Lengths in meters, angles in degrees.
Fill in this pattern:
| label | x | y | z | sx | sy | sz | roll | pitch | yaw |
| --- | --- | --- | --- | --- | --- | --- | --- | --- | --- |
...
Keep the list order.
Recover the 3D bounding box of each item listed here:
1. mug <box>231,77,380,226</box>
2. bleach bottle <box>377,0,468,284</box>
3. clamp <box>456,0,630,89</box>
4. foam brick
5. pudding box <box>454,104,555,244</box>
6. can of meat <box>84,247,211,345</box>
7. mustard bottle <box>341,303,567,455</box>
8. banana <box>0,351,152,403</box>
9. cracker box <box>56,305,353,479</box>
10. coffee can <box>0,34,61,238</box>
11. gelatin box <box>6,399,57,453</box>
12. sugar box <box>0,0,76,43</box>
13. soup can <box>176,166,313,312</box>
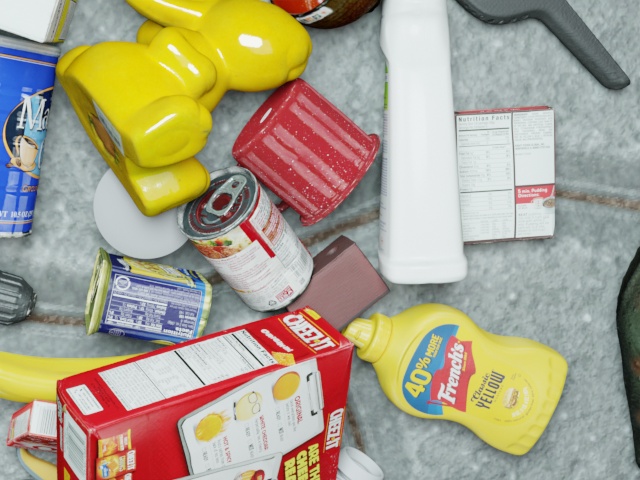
| label | x | y | z | sx | sy | sz | roll | pitch | yaw |
| --- | --- | --- | --- | --- | --- | --- | --- | --- | --- |
| mug | -0.022 | -0.065 | 0.835 | 0.081 | 0.093 | 0.117 | 40 | 124 | -16 |
| bleach bottle | 0.076 | -0.097 | 0.839 | 0.068 | 0.102 | 0.251 | -2 | 98 | -2 |
| clamp | 0.183 | -0.229 | 0.874 | 0.209 | 0.036 | 0.164 | 15 | 96 | -13 |
| foam brick | 0.007 | 0.041 | 0.873 | 0.078 | 0.053 | 0.051 | -39 | 104 | -5 |
| pudding box | 0.149 | -0.055 | 0.894 | 0.090 | 0.039 | 0.113 | -4 | 97 | -9 |
| can of meat | -0.134 | 0.045 | 0.821 | 0.083 | 0.102 | 0.057 | 12 | 94 | -15 |
| mustard bottle | 0.106 | 0.106 | 0.899 | 0.191 | 0.058 | 0.096 | 23 | 98 | -13 |
| banana | -0.177 | 0.103 | 0.819 | 0.197 | 0.070 | 0.037 | 2 | 67 | -17 |
| cracker box | -0.087 | 0.153 | 0.795 | 0.213 | 0.072 | 0.164 | -15 | 126 | -32 |
| coffee can | -0.251 | -0.081 | 0.777 | 0.102 | 0.103 | 0.140 | 9 | 97 | -13 |
| gelatin box | -0.191 | 0.150 | 0.830 | 0.089 | 0.073 | 0.030 | 15 | 67 | -24 |
| sugar box | -0.220 | -0.169 | 0.732 | 0.093 | 0.176 | 0.048 | 17 | 95 | -13 |
| soup can | -0.055 | 0.001 | 0.819 | 0.068 | 0.069 | 0.102 | -39 | 134 | -3 |
